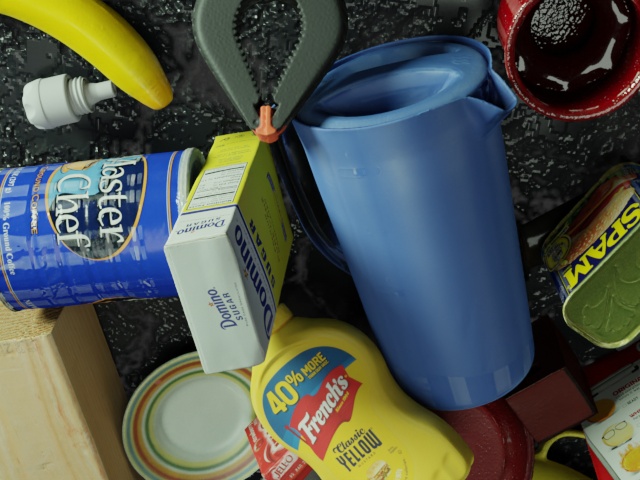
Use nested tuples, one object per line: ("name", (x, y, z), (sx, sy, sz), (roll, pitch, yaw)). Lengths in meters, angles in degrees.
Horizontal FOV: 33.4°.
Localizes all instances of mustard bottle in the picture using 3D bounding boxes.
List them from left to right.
("mustard bottle", (0.009, 0.112, 0.737), (0.096, 0.058, 0.191), (-44, 84, 17))

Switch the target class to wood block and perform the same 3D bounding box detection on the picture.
("wood block", (-0.205, 0.141, 0.830), (0.090, 0.091, 0.206), (-10, 116, 8))

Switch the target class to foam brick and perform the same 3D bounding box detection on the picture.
("foam brick", (0.167, 0.103, 0.804), (0.053, 0.078, 0.051), (-32, 111, 14))

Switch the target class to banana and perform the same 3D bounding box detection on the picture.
("banana", (-0.186, -0.147, 0.708), (0.198, 0.037, 0.070), (19, 129, 2))

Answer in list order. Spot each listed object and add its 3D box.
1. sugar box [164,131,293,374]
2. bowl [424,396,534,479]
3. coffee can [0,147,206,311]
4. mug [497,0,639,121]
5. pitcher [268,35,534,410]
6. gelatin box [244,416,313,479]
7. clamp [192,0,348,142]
("sugar box", (-0.054, 0.001, 0.704), (0.048, 0.176, 0.093), (-11, 116, 8))
("bowl", (0.087, 0.159, 0.801), (0.162, 0.055, 0.162), (0, 81, -3))
("coffee can", (-0.149, -0.007, 0.745), (0.140, 0.103, 0.103), (-5, 117, 5))
("mug", (0.168, -0.139, 0.677), (0.117, 0.081, 0.093), (-31, 112, 14))
("pitcher", (0.064, -0.008, 0.733), (0.145, 0.149, 0.243), (-20, 119, -5))
("gelatin box", (-0.019, 0.143, 0.814), (0.030, 0.089, 0.073), (42, 92, -18))
("clamp", (-0.020, -0.167, 0.652), (0.164, 0.036, 0.210), (-5, 85, 2))
